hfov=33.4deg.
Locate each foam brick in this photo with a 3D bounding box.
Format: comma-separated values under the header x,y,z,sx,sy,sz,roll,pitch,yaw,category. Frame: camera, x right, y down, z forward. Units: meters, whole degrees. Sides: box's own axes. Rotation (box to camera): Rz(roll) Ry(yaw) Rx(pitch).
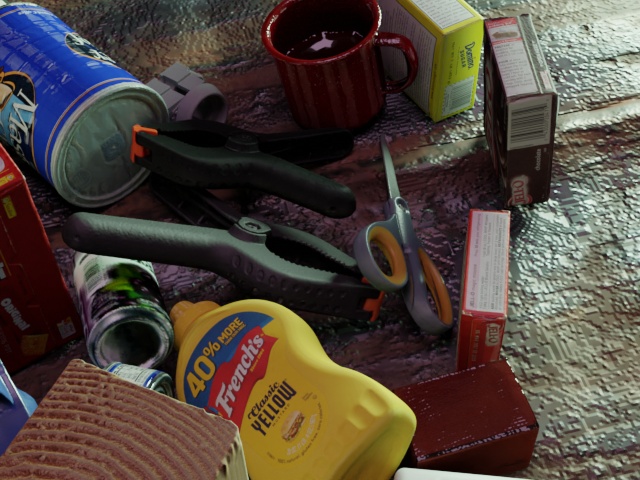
x,y,z,sx,sy,sz,roll,pitch,yaw,category
0.085,0.115,0.650,0.078,0.053,0.051,-14,52,-10,foam brick

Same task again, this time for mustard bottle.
x,y,z,sx,sy,sz,roll,pitch,yaw,category
-0.035,0.091,0.657,0.192,0.058,0.096,36,91,41,mustard bottle

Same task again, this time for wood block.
x,y,z,sx,sy,sz,roll,pitch,yaw,category
-0.087,0.161,0.520,0.090,0.206,0.090,19,54,17,wood block

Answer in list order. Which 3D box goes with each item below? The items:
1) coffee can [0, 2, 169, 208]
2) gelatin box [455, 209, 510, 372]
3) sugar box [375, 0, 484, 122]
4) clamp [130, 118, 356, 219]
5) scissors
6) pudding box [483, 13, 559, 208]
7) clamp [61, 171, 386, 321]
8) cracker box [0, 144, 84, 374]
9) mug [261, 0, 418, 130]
x,y,z,sx,sy,sz,roll,pitch,yaw,category
-0.198,-0.104,0.810,0.102,0.103,0.140,-38,58,-25,coffee can
0.107,0.036,0.700,0.030,0.073,0.089,4,51,6,gelatin box
0.062,-0.186,0.871,0.048,0.093,0.176,-23,54,-18,sugar box
-0.051,-0.055,0.772,0.171,0.039,0.120,1,24,-9,clamp
0.044,-0.021,0.753,0.016,0.096,0.202,-39,49,26,scissors
0.143,-0.093,0.779,0.039,0.113,0.090,-7,50,0,pudding box
-0.055,0.001,0.738,0.210,0.036,0.164,18,21,0,clamp
-0.251,-0.036,0.717,0.072,0.164,0.214,-30,55,-18,cracker box
0.019,-0.138,0.833,0.117,0.081,0.093,1,51,15,mug
